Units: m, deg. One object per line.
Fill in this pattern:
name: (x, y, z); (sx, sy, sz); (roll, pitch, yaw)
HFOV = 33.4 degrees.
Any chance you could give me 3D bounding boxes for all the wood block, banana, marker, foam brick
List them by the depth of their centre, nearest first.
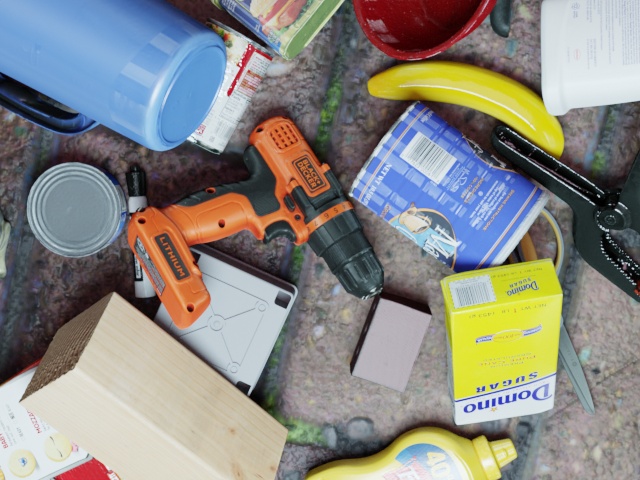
wood block: (-0.138, 0.151, 0.915); (0.206, 0.090, 0.091); (41, 130, -20)
banana: (0.142, -0.120, 0.955); (0.198, 0.037, 0.069); (27, 95, -1)
foam brick: (0.063, 0.090, 0.967); (0.051, 0.053, 0.078); (20, 95, 0)
marker: (-0.165, -0.008, 0.981); (0.020, 0.020, 0.121); (-4, 95, 2)

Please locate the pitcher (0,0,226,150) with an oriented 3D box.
pitcher: (-0.205, -0.166, 0.889); (0.243, 0.149, 0.145); (31, 82, 15)

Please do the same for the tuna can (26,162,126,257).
tuna can: (-0.221, -0.029, 0.973); (0.086, 0.034, 0.086); (0, 95, 1)

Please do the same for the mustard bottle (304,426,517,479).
mustard bottle: (0.088, 0.225, 0.976); (0.191, 0.058, 0.096); (-22, 89, 3)

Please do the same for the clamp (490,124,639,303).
clamp: (0.246, -0.031, 0.933); (0.165, 0.036, 0.210); (-1, 127, 34)

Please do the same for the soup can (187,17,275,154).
soup can: (-0.094, -0.136, 0.944); (0.068, 0.068, 0.102); (29, 95, -1)

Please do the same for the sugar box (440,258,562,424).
sugar box: (0.155, 0.092, 0.916); (0.093, 0.048, 0.176); (-9, 137, 2)

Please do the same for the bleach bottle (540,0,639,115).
bleach bottle: (0.312, -0.164, 0.881); (0.251, 0.068, 0.102); (-2, 80, 19)

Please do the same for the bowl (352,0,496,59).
bowl: (0.103, -0.230, 0.914); (0.162, 0.055, 0.162); (-5, 83, 44)

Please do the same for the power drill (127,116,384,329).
power drill: (-0.056, 0.001, 0.920); (0.187, 0.057, 0.184); (-28, 78, -24)

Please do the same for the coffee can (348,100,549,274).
coffee can: (0.110, -0.039, 0.922); (0.140, 0.102, 0.103); (37, 95, 6)

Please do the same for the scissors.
scissors: (0.192, 0.068, 0.981); (0.096, 0.016, 0.202); (-8, 94, 4)

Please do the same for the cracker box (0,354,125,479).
cracker box: (-0.268, 0.212, 0.977); (0.214, 0.072, 0.164); (-34, 93, 5)

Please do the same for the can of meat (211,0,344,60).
can of meat: (-0.031, -0.221, 0.933); (0.084, 0.057, 0.102); (40, 94, 9)
